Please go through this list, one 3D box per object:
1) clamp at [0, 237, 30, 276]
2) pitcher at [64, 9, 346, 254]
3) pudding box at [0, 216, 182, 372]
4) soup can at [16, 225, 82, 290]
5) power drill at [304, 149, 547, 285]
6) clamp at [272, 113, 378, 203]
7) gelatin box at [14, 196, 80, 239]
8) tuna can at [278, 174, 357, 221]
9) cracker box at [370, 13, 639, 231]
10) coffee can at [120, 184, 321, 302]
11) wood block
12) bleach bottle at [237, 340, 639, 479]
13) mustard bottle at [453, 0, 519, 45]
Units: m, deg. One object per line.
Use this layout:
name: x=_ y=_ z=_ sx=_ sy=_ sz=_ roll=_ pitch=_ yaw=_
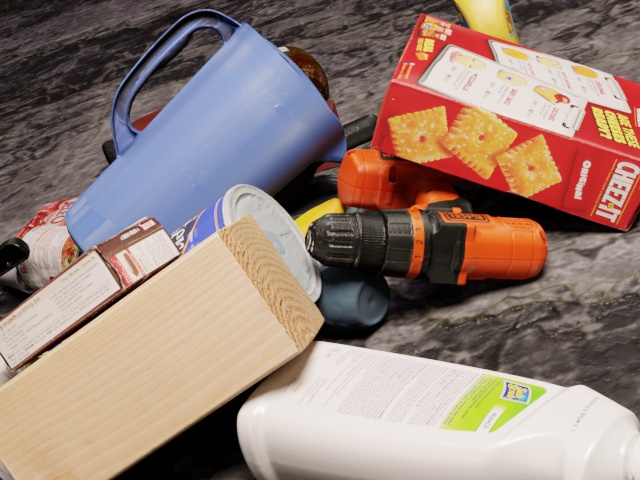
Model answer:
clamp: x=-0.372 y=0.060 z=1.071 sx=0.164 sy=0.036 sz=0.210 roll=-54 pitch=26 yaw=-16
pitcher: x=-0.111 y=-0.072 z=0.935 sx=0.243 sy=0.145 sz=0.149 roll=-43 pitch=54 yaw=2
pudding box: x=-0.160 y=0.035 z=0.726 sx=0.114 sy=0.039 sz=0.090 roll=-37 pitch=2 yaw=23
soup can: x=-0.244 y=0.019 z=1.049 sx=0.102 sy=0.068 sz=0.068 roll=2 pitch=32 yaw=40
power drill: x=0.067 y=-0.020 z=0.854 sx=0.184 sy=0.057 sz=0.188 roll=4 pitch=22 yaw=-12
clamp: x=-0.019 y=-0.081 z=1.041 sx=0.120 sy=0.039 sz=0.171 roll=-2 pitch=37 yaw=35
gelatin box: x=-0.294 y=-0.019 z=1.210 sx=0.073 sy=0.030 sz=0.089 roll=-10 pitch=26 yaw=19
tuna can: x=-0.009 y=-0.029 z=1.015 sx=0.086 sy=0.034 sz=0.086 roll=-16 pitch=24 yaw=7
cracker box: x=0.162 y=-0.101 z=0.884 sx=0.213 sy=0.072 sz=0.164 roll=19 pitch=32 yaw=3
coffee can: x=-0.085 y=0.038 z=0.797 sx=0.140 sy=0.102 sz=0.102 roll=-34 pitch=18 yaw=22
wood block: x=-0.110 y=0.081 z=0.698 sx=0.206 sy=0.091 sz=0.090 roll=-35 pitch=2 yaw=14
bleach bottle: x=0.077 y=0.116 z=0.618 sx=0.251 sy=0.068 sz=0.102 roll=4 pitch=33 yaw=38
mustard bottle: x=0.169 y=-0.210 z=1.068 sx=0.058 sy=0.191 sz=0.096 roll=-14 pitch=25 yaw=12
